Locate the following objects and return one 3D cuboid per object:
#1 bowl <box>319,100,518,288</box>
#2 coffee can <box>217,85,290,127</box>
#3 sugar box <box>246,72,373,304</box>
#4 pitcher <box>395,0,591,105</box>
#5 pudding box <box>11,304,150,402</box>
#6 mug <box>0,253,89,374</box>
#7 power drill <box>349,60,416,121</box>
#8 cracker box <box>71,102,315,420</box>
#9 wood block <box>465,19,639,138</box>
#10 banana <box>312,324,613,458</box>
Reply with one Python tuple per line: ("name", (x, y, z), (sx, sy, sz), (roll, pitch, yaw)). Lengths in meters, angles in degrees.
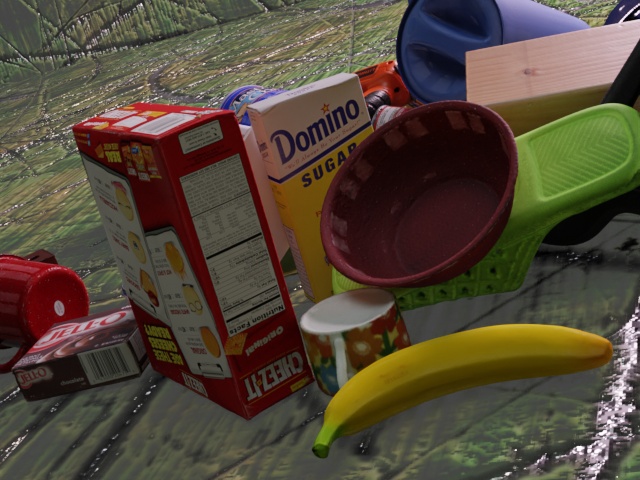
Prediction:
("bowl", (0.081, -0.023, 0.785), (0.162, 0.055, 0.162), (-22, 47, 25))
("coffee can", (-0.063, -0.144, 1.366), (0.102, 0.103, 0.140), (-25, 20, -20))
("sugar box", (0.009, -0.043, 0.901), (0.093, 0.176, 0.048), (-22, 19, -14))
("pitcher", (0.198, -0.211, 1.158), (0.145, 0.149, 0.242), (9, 8, 41))
("pudding box", (-0.194, 0.093, 0.916), (0.114, 0.039, 0.090), (-12, 19, 15))
("mug", (-0.277, 0.071, 0.999), (0.082, 0.093, 0.117), (4, 59, 38))
("power drill", (0.010, -0.126, 1.219), (0.185, 0.057, 0.187), (-6, 34, 48))
("cracker box", (-0.096, 0.008, 0.795), (0.072, 0.213, 0.164), (-26, 20, -27))
("wood block", (0.232, -0.119, 0.897), (0.206, 0.090, 0.090), (-8, 42, 14))
("banana", (0.084, 0.089, 0.685), (0.197, 0.037, 0.070), (-20, 36, -2))
